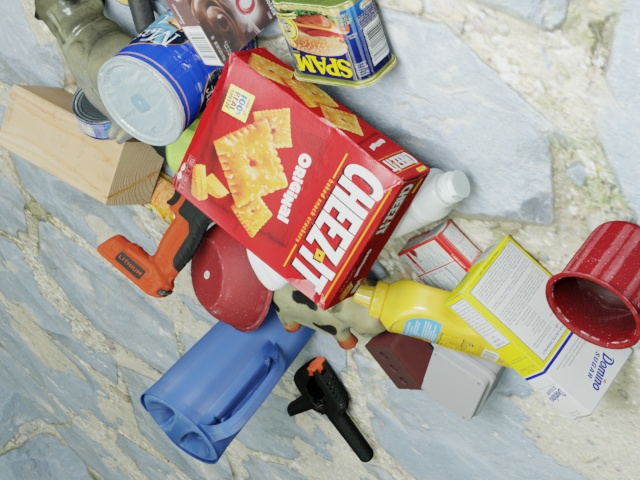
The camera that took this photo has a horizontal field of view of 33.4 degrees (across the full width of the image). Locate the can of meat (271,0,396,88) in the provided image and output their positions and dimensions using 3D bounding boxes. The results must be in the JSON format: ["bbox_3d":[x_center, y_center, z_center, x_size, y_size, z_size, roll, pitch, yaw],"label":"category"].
[{"bbox_3d":[0.011,-0.193,0.981,0.102,0.057,0.084,16,140,40],"label":"can of meat"}]

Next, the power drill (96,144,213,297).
[{"bbox_3d":[-0.191,-0.038,1.325,0.184,0.188,0.057,40,-174,11],"label":"power drill"}]

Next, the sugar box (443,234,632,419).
[{"bbox_3d":[0.218,0.087,1.066,0.176,0.093,0.048,45,152,-3],"label":"sugar box"}]

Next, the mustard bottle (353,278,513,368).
[{"bbox_3d":[0.129,0.083,1.144,0.191,0.058,0.096,16,162,5],"label":"mustard bottle"}]

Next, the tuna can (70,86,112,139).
[{"bbox_3d":[-0.266,-0.166,1.335,0.086,0.086,0.034,27,150,26],"label":"tuna can"}]

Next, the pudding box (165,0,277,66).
[{"bbox_3d":[-0.101,-0.238,1.024,0.039,0.090,0.113,12,140,46],"label":"pudding box"}]

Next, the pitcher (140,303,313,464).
[{"bbox_3d":[-0.112,0.174,1.443,0.149,0.242,0.145,33,151,17],"label":"pitcher"}]

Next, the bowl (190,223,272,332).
[{"bbox_3d":[-0.124,0.041,1.381,0.162,0.055,0.162,7,98,57],"label":"bowl"}]

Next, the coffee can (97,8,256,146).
[{"bbox_3d":[-0.145,-0.178,1.092,0.103,0.140,0.103,22,140,20],"label":"coffee can"}]

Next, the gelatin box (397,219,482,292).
[{"bbox_3d":[0.134,0.022,1.149,0.073,0.030,0.089,45,152,-8],"label":"gelatin box"}]

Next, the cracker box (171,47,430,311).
[{"bbox_3d":[-0.027,-0.061,1.040,0.214,0.072,0.164,39,120,16],"label":"cracker box"}]

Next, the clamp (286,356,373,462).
[{"bbox_3d":[0.013,0.249,1.606,0.165,0.036,0.210,31,149,22],"label":"clamp"}]

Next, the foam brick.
[{"bbox_3d":[0.105,0.142,1.328,0.078,0.051,0.053,52,151,-17],"label":"foam brick"}]

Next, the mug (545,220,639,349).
[{"bbox_3d":[0.270,0.038,0.945,0.117,0.081,0.093,7,136,47],"label":"mug"}]

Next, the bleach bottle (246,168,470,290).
[{"bbox_3d":[0.042,-0.019,1.100,0.251,0.102,0.068,-20,101,42],"label":"bleach bottle"}]

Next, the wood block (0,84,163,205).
[{"bbox_3d":[-0.316,-0.128,1.413,0.206,0.090,0.090,28,106,26],"label":"wood block"}]
